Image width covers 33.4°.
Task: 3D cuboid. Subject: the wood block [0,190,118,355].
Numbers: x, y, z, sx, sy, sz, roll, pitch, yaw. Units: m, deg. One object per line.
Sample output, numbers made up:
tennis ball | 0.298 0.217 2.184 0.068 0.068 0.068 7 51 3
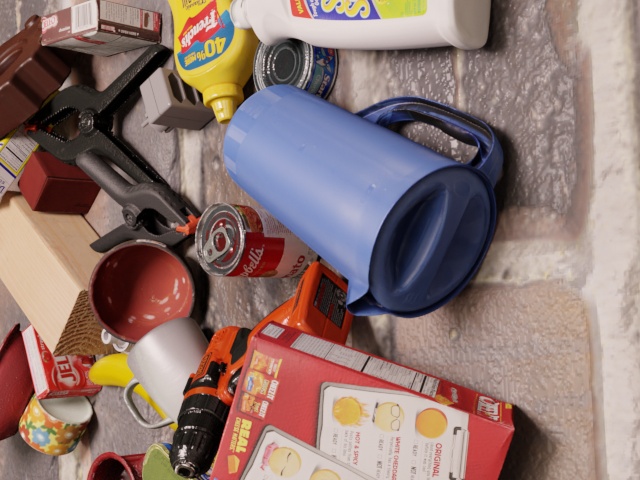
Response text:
wood block | -0.304 0.036 1.248 0.206 0.090 0.091 44 117 38

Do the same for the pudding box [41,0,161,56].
pudding box | -0.249 -0.240 1.211 0.114 0.089 0.039 0 89 44

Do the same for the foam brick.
foam brick | -0.310 -0.068 1.269 0.051 0.078 0.053 51 122 32

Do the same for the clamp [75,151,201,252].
clamp | -0.201 -0.022 1.173 0.172 0.039 0.120 23 130 30

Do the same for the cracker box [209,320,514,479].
cracker box | 0.029 0.176 0.855 0.214 0.072 0.164 18 104 8

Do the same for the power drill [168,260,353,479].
power drill | -0.057 0.113 0.964 0.188 0.057 0.184 -37 22 31

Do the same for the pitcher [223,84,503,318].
pitcher | 0.030 -0.053 0.910 0.243 0.148 0.145 36 127 43

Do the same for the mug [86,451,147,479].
mug | -0.182 0.257 1.119 0.093 0.081 0.117 50 121 34

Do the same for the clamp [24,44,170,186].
clamp | -0.252 -0.144 1.223 0.210 0.036 0.164 7 90 30

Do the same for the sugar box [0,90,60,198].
sugar box | -0.384 -0.112 1.304 0.094 0.048 0.176 -12 44 45

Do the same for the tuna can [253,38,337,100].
tuna can | -0.025 -0.167 1.023 0.086 0.033 0.086 -4 85 45

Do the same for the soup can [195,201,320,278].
soup can | -0.057 0.001 0.996 0.069 0.102 0.068 -4 85 44

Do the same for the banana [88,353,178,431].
banana | -0.198 0.163 1.172 0.198 0.037 0.070 28 106 42

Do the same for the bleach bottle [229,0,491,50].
bleach bottle | 0.023 -0.206 0.931 0.251 0.068 0.102 0 82 37

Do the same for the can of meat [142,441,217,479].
can of meat | -0.115 0.238 1.053 0.102 0.083 0.057 33 110 41

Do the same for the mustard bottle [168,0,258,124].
mustard bottle | -0.109 -0.212 1.092 0.096 0.058 0.191 -17 76 32

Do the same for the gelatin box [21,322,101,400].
gelatin box | -0.303 0.140 1.252 0.030 0.073 0.089 -37 62 37

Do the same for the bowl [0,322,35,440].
bowl | -0.380 0.185 1.306 0.162 0.055 0.162 -157 91 -83
